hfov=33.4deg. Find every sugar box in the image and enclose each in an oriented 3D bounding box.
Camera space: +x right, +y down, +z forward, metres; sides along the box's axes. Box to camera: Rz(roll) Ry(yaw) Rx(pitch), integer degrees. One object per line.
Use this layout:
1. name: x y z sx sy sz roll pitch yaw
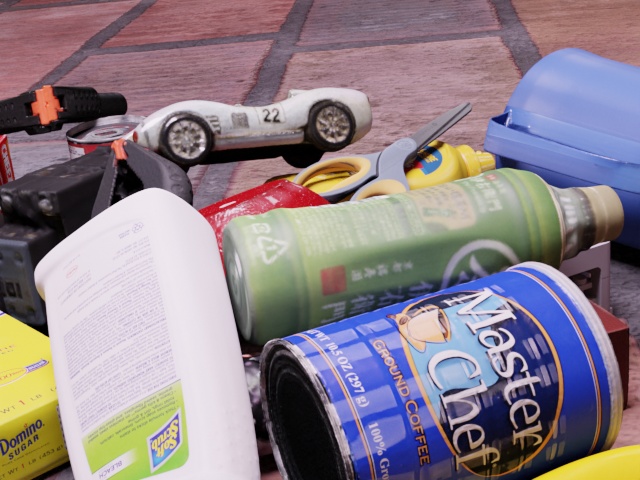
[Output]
1. sugar box: -0.203 0.086 0.630 0.093 0.048 0.177 -23 29 -37

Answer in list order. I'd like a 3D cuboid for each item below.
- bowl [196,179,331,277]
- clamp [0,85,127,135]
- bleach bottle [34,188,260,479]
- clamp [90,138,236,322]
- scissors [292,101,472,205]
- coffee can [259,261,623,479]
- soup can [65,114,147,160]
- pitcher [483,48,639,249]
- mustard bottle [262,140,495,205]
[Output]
1. bowl: -0.055 0.001 0.718 0.162 0.055 0.162 -22 8 3
2. clamp: -0.227 -0.110 0.905 0.164 0.036 0.210 -13 7 -22
3. bleach bottle: -0.080 0.089 0.501 0.103 0.068 0.251 -35 42 16
4. clamp: -0.099 0.004 0.653 0.120 0.039 0.171 -21 60 25
5. scissors: 0.071 -0.056 0.813 0.201 0.016 0.096 -23 45 -28
6. coffee can: 0.055 0.077 0.506 0.140 0.103 0.103 -15 24 -21
7. soup can: -0.163 -0.043 0.862 0.068 0.102 0.068 -5 22 2
8. pitcher: 0.240 -0.047 0.732 0.149 0.145 0.243 -44 38 -16
9. mustard bottle: 0.056 -0.041 0.859 0.191 0.058 0.096 -15 19 -21
